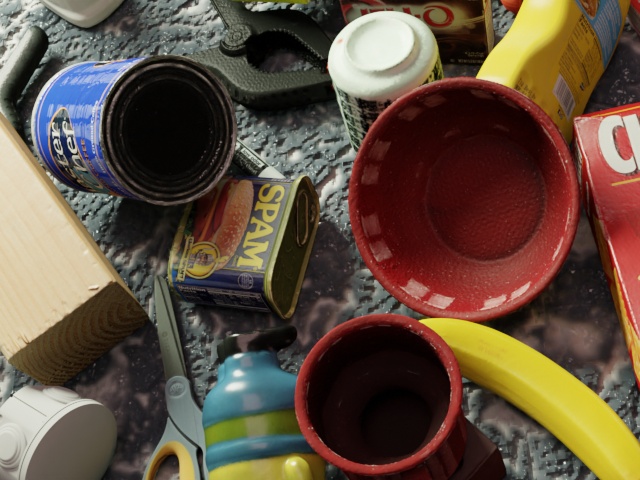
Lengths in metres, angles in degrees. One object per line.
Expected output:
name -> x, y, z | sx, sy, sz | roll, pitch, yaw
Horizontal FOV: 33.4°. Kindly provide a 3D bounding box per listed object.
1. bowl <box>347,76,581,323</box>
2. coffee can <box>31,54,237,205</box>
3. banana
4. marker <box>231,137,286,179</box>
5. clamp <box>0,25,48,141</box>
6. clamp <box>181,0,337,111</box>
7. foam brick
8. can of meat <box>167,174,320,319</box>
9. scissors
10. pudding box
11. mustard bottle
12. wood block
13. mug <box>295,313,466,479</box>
bowl -> 0.102, -0.027, 0.722 | 0.162, 0.055, 0.162 | 2, 94, 28
coffee can -> -0.138, -0.081, 0.777 | 0.102, 0.102, 0.141 | -53, 30, -17
banana -> 0.130, 0.099, 0.668 | 0.198, 0.037, 0.069 | 30, 44, 18
marker -> -0.075, -0.078, 0.827 | 0.121, 0.020, 0.020 | 41, 77, 16
clamp -> -0.279, -0.109, 0.902 | 0.120, 0.039, 0.171 | -21, 64, 7
clamp -> -0.073, -0.149, 0.871 | 0.210, 0.036, 0.164 | 27, 72, 26
foam brick -> 0.069, 0.131, 0.667 | 0.053, 0.051, 0.078 | -43, 60, -11
can of meat -> -0.055, 0.001, 0.771 | 0.084, 0.057, 0.102 | 5, 62, 20
scissors -> -0.079, 0.111, 0.737 | 0.096, 0.016, 0.201 | -4, 61, 11
pudding box -> 0.074, -0.177, 0.818 | 0.114, 0.090, 0.039 | 3, 61, 16
mustard bottle -> 0.178, -0.150, 0.772 | 0.058, 0.096, 0.191 | 11, 62, 43
wood block -> -0.226, -0.005, 0.780 | 0.090, 0.090, 0.206 | -37, 68, -7
mug -> 0.044, 0.109, 0.606 | 0.093, 0.081, 0.117 | -27, 59, -1
